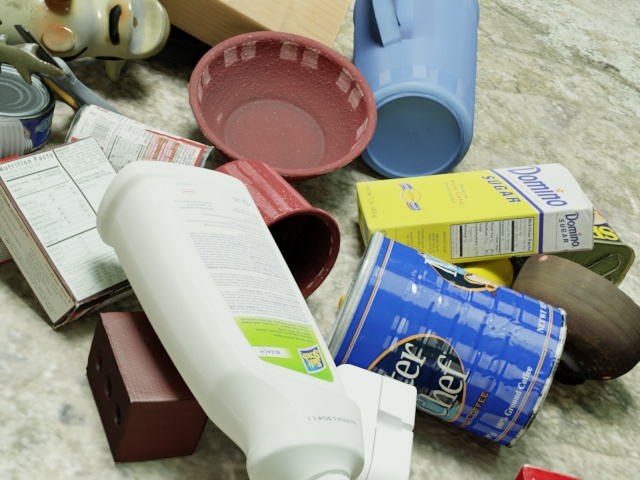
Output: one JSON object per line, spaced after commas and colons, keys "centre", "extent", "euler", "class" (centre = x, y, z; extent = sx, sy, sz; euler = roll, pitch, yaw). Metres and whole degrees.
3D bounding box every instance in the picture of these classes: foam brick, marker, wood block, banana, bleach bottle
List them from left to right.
{"centre": [-0.105, 0.087, 0.644], "extent": [0.051, 0.053, 0.078], "euler": [0, 38, -29], "class": "foam brick"}
{"centre": [-0.084, -0.236, 0.984], "extent": [0.206, 0.090, 0.090], "euler": [27, 71, -18], "class": "wood block"}
{"centre": [-0.047, 0.058, 0.615], "extent": [0.102, 0.068, 0.251], "euler": [7, 38, -36], "class": "bleach bottle"}
{"centre": [-0.033, -0.113, 0.992], "extent": [0.020, 0.020, 0.121], "euler": [-5, 42, -34], "class": "marker"}
{"centre": [0.099, 0.037, 0.843], "extent": [0.070, 0.037, 0.197], "euler": [12, 20, 38], "class": "banana"}

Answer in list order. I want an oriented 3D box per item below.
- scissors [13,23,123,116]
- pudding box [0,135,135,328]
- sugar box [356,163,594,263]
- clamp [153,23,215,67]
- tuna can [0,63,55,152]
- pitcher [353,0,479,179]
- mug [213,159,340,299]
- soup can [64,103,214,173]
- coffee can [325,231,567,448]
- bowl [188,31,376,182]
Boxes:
{"centre": [-0.185, -0.117, 0.819], "extent": [0.096, 0.016, 0.202], "euler": [37, -6, -9], "class": "scissors"}
{"centre": [-0.166, -0.009, 0.720], "extent": [0.089, 0.039, 0.113], "euler": [-26, 79, -47], "class": "pudding box"}
{"centre": [0.121, -0.021, 0.860], "extent": [0.176, 0.048, 0.093], "euler": [-8, 27, -1], "class": "sugar box"}
{"centre": [-0.181, -0.216, 1.037], "extent": [0.171, 0.039, 0.120], "euler": [22, 33, -12], "class": "clamp"}
{"centre": [-0.254, -0.106, 0.846], "extent": [0.086, 0.034, 0.086], "euler": [14, 34, -10], "class": "tuna can"}
{"centre": [0.087, -0.173, 1.033], "extent": [0.149, 0.145, 0.242], "euler": [22, 37, -11], "class": "pitcher"}
{"centre": [-0.055, 0.001, 0.772], "extent": [0.117, 0.093, 0.082], "euler": [-36, 50, -10], "class": "mug"}
{"centre": [-0.140, -0.056, 0.810], "extent": [0.102, 0.069, 0.068], "euler": [20, 34, -2], "class": "soup can"}
{"centre": [0.082, 0.067, 0.728], "extent": [0.140, 0.103, 0.102], "euler": [23, 34, 1], "class": "coffee can"}
{"centre": [-0.035, -0.104, 0.921], "extent": [0.162, 0.055, 0.162], "euler": [6, 55, -9], "class": "bowl"}
